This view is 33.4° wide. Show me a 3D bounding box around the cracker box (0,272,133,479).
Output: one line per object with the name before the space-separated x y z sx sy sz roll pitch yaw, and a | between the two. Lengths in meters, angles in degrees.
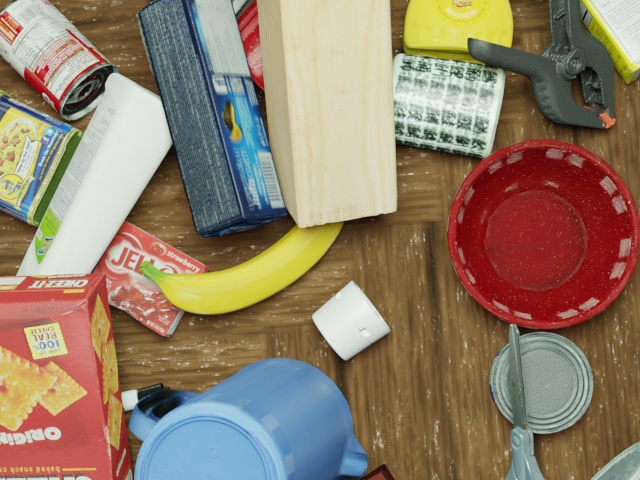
cracker box | -0.253 0.138 0.895 0.164 0.072 0.214 -2 108 5

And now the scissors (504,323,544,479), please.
scissors | 0.174 0.177 0.865 0.016 0.096 0.202 -8 111 -25

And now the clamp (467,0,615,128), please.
clamp | 0.193 -0.148 0.896 0.120 0.039 0.171 -38 121 -6

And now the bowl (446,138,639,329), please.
bowl | 0.189 -0.003 0.922 0.162 0.055 0.162 -1 83 5

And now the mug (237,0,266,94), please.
mug | -0.029 -0.167 0.950 0.117 0.093 0.081 41 93 -26

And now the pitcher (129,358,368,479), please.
pitcher | -0.065 0.163 0.830 0.149 0.242 0.145 -27 83 8

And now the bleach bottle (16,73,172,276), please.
bleach bottle | -0.211 -0.021 0.946 0.068 0.103 0.251 28 94 -26

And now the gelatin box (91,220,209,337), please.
gelatin box | -0.156 0.034 0.959 0.089 0.030 0.073 29 86 7

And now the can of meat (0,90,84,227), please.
can of meat | -0.273 -0.072 0.968 0.084 0.057 0.102 25 86 5

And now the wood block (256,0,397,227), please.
wood block | 0.006 -0.127 0.877 0.090 0.091 0.206 -10 117 -12

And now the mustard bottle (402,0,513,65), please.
mustard bottle | 0.129 -0.257 0.955 0.096 0.058 0.191 6 84 4

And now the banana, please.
banana | -0.055 0.019 0.935 0.197 0.037 0.069 -22 114 -14

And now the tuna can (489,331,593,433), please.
tuna can | 0.189 0.122 0.918 0.086 0.033 0.086 -1 83 5

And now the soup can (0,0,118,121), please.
soup can | -0.243 -0.168 0.971 0.102 0.068 0.068 44 88 8

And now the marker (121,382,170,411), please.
marker | -0.193 0.148 0.954 0.121 0.020 0.020 -13 83 3
